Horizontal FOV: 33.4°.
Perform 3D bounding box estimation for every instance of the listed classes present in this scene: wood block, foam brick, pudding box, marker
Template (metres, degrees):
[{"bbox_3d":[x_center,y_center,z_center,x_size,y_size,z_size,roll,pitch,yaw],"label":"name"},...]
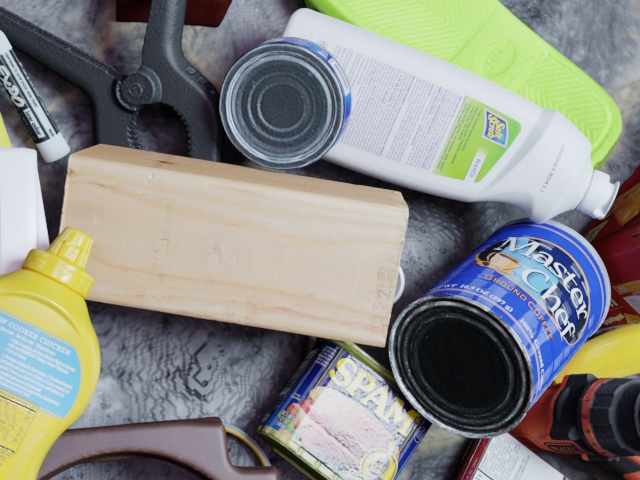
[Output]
[{"bbox_3d":[-0.054,0.000,0.685,0.206,0.091,0.090,9,100,0],"label":"wood block"},{"bbox_3d":[-0.106,-0.189,0.769,0.078,0.051,0.053,-1,78,-17],"label":"foam brick"},{"bbox_3d":[0.141,0.200,0.758,0.113,0.039,0.090,37,61,-4],"label":"pudding box"},{"bbox_3d":[-0.205,-0.108,0.714,0.020,0.020,0.121,-34,113,-21],"label":"marker"}]

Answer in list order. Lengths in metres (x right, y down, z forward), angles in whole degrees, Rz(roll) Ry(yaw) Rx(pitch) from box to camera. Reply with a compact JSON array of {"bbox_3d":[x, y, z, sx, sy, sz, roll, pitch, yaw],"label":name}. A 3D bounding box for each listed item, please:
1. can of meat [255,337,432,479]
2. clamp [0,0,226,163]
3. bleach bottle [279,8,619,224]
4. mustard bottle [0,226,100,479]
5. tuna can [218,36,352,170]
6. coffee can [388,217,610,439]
[{"bbox_3d":[0.018,0.126,0.734,0.102,0.057,0.084,38,72,-6],"label":"can of meat"},{"bbox_3d":[-0.134,-0.106,0.730,0.164,0.036,0.210,-16,102,10],"label":"clamp"},{"bbox_3d":[0.082,-0.071,0.745,0.251,0.068,0.103,24,106,5],"label":"bleach bottle"},{"bbox_3d":[-0.177,0.079,0.588,0.096,0.058,0.191,28,76,-12],"label":"mustard bottle"},{"bbox_3d":[-0.023,-0.090,0.707,0.086,0.033,0.086,2,106,9],"label":"tuna can"},{"bbox_3d":[0.125,0.056,0.728,0.103,0.103,0.140,55,41,1],"label":"coffee can"}]
